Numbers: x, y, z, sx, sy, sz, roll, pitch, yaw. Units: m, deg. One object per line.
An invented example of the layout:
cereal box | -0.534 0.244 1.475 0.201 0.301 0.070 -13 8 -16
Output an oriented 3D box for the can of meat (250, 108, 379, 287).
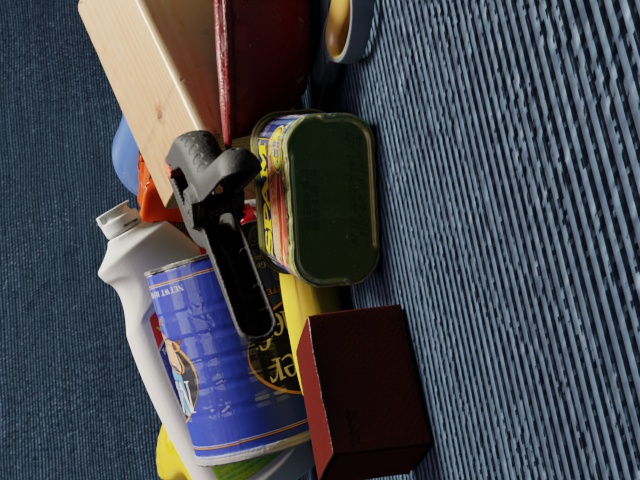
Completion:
can of meat | -0.003 -0.026 0.624 0.084 0.057 0.102 -157 62 -74

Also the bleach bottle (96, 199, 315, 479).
bleach bottle | -0.104 0.088 0.828 0.251 0.102 0.068 60 166 -7

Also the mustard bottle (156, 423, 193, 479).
mustard bottle | -0.092 0.181 0.966 0.192 0.058 0.096 -15 52 64

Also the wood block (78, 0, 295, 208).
wood block | -0.106 -0.136 0.829 0.091 0.090 0.206 -54 54 46

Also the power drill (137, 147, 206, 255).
power drill | -0.128 -0.066 0.919 0.187 0.057 0.184 -103 17 -54

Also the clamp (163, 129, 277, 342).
clamp | -0.064 -0.012 0.670 0.172 0.039 0.120 -139 45 -66

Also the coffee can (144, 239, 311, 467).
coffee can | -0.057 0.077 0.756 0.103 0.102 0.140 161 94 -78

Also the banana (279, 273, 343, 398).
banana | 0.000 0.048 0.704 0.069 0.037 0.198 54 -157 -55

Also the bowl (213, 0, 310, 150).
bowl | -0.039 -0.139 0.685 0.162 0.055 0.162 177 90 -83

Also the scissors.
scissors | 0.003 -0.127 0.654 0.202 0.016 0.096 135 131 -75

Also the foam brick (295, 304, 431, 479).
foam brick | 0.020 0.081 0.560 0.051 0.053 0.078 106 157 -61
